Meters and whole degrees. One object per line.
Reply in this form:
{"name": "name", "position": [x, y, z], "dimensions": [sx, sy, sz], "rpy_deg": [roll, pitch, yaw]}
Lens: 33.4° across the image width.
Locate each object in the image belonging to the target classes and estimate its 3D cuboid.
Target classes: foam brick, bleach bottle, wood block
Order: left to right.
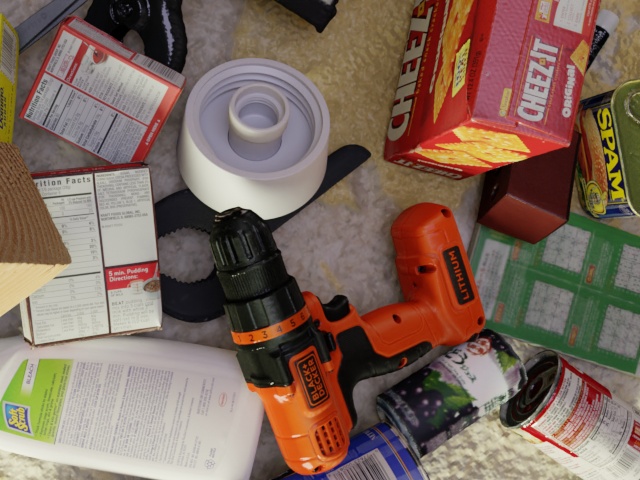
{"name": "wood block", "position": [-0.264, 0.029, 0.634], "dimensions": [0.206, 0.090, 0.090], "rpy_deg": [-34, 75, 19]}
{"name": "bleach bottle", "position": [-0.165, 0.100, 0.727], "dimensions": [0.250, 0.068, 0.102], "rpy_deg": [13, 83, -9]}
{"name": "foam brick", "position": [0.154, -0.046, 0.792], "dimensions": [0.051, 0.053, 0.078], "rpy_deg": [20, 63, -11]}

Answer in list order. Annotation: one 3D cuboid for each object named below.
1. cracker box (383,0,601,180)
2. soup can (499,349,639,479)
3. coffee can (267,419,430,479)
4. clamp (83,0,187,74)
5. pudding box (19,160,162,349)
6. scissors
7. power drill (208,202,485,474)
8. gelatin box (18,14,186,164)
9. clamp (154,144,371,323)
{"name": "cracker box", "position": [0.111, -0.135, 0.713], "dimensions": [0.072, 0.214, 0.164], "rpy_deg": [14, 86, -10]}
{"name": "soup can", "position": [0.195, 0.137, 0.801], "dimensions": [0.102, 0.068, 0.068], "rpy_deg": [34, 82, -10]}
{"name": "coffee can", "position": [0.006, 0.201, 0.740], "dimensions": [0.140, 0.103, 0.103], "rpy_deg": [-25, 94, -12]}
{"name": "clamp", "position": [-0.134, -0.167, 0.734], "dimensions": [0.120, 0.039, 0.171], "rpy_deg": [24, 105, 20]}
{"name": "pudding box", "position": [-0.152, 0.008, 0.693], "dimensions": [0.089, 0.039, 0.113], "rpy_deg": [-7, 97, -21]}
{"name": "scissors", "position": [-0.221, -0.101, 0.722], "dimensions": [0.202, 0.016, 0.096], "rpy_deg": [-21, 101, 0]}
{"name": "power drill", "position": [0.020, 0.040, 0.731], "dimensions": [0.187, 0.057, 0.184], "rpy_deg": [-27, 105, -33]}
{"name": "gelatin box", "position": [-0.145, -0.097, 0.714], "dimensions": [0.089, 0.030, 0.073], "rpy_deg": [28, 114, -9]}
{"name": "clamp", "position": [-0.055, 0.001, 0.764], "dimensions": [0.209, 0.036, 0.164], "rpy_deg": [8, 86, -16]}
